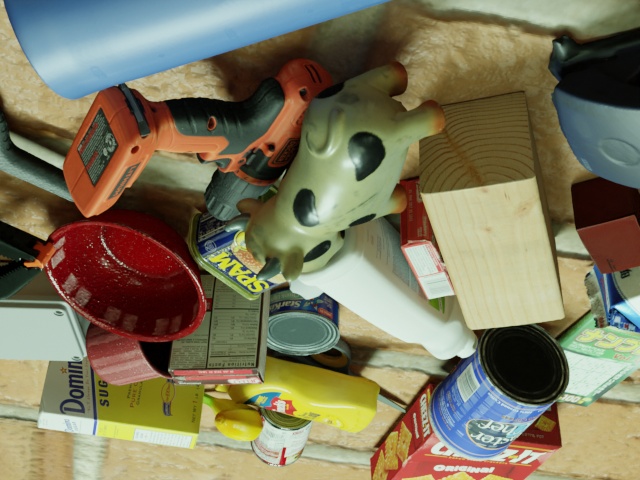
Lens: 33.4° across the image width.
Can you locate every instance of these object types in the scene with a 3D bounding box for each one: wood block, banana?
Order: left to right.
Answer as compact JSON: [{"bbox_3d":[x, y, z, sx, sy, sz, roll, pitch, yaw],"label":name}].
[{"bbox_3d":[-0.097,0.201,1.193,0.069,0.037,0.198,14,174,-12],"label":"banana"},{"bbox_3d":[0.149,-0.018,0.911,0.090,0.091,0.206,-8,143,15],"label":"wood block"}]

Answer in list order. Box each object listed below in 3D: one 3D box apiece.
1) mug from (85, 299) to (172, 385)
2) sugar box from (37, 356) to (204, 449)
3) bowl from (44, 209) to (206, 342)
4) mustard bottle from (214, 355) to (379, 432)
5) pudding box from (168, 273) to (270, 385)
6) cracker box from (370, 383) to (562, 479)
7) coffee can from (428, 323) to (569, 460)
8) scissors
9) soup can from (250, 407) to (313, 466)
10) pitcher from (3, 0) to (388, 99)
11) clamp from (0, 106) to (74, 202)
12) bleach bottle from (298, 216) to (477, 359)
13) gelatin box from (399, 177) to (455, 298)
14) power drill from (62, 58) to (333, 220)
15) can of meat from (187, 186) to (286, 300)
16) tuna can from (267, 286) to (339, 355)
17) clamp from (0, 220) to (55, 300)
[{"bbox_3d":[-0.182,0.103,1.116,0.082,0.093,0.117,-16,177,32],"label":"mug"},{"bbox_3d":[-0.221,0.173,1.198,0.176,0.093,0.048,11,143,-11],"label":"sugar box"},{"bbox_3d":[-0.175,0.023,1.001,0.162,0.055,0.162,11,137,11],"label":"bowl"},{"bbox_3d":[-0.038,0.161,1.170,0.191,0.058,0.096,16,158,-12],"label":"mustard bottle"},{"bbox_3d":[-0.098,0.086,1.052,0.090,0.113,0.039,-1,148,6],"label":"pudding box"},{"bbox_3d":[0.171,0.261,1.304,0.164,0.072,0.214,9,144,-15],"label":"cracker box"},{"bbox_3d":[0.188,0.161,1.145,0.102,0.103,0.140,12,143,-12],"label":"coffee can"},{"bbox_3d":[0.041,0.152,1.215,0.201,0.016,0.096,22,142,-24],"label":"scissors"},{"bbox_3d":[-0.045,0.217,1.268,0.068,0.068,0.102,7,144,-6],"label":"soup can"},{"bbox_3d":[-0.073,-0.180,0.666,0.243,0.149,0.145,-12,124,14],"label":"pitcher"},{"bbox_3d":[-0.294,-0.065,0.889,0.120,0.039,0.171,-37,123,0],"label":"clamp"},{"bbox_3d":[0.074,0.050,0.998,0.068,0.102,0.250,-25,135,27],"label":"bleach bottle"},{"bbox_3d":[0.097,-0.002,0.950,0.030,0.073,0.089,-11,142,18],"label":"gelatin box"},{"bbox_3d":[-0.099,-0.067,0.825,0.187,0.057,0.185,-12,152,-39],"label":"power drill"},{"bbox_3d":[-0.056,0.001,0.981,0.084,0.057,0.102,-24,136,29],"label":"can of meat"},{"bbox_3d":[-0.022,0.084,1.111,0.086,0.033,0.086,2,144,1],"label":"tuna can"},{"bbox_3d":[-0.346,0.008,0.985,0.210,0.036,0.164,-7,126,23],"label":"clamp"}]
